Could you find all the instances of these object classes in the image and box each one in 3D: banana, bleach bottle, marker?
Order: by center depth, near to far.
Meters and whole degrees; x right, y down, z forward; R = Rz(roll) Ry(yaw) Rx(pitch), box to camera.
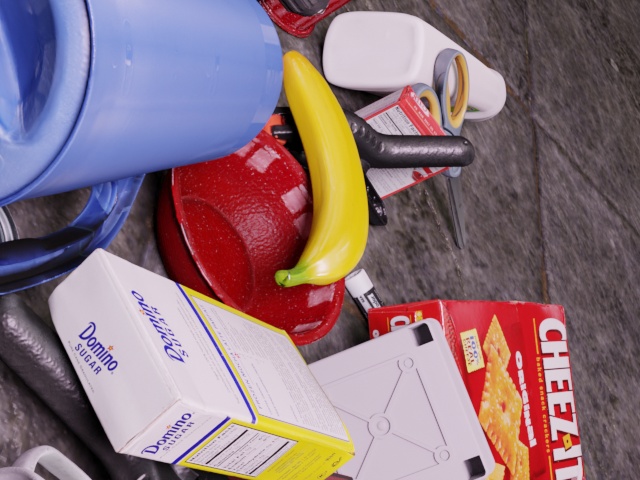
[{"bbox_3d":[0.002,-0.044,0.725,0.069,0.037,0.198,35,40,-41],"label":"banana"},{"bbox_3d":[0.057,0.077,0.837,0.121,0.020,0.020,58,32,-8],"label":"marker"},{"bbox_3d":[0.106,-0.154,1.021,0.250,0.103,0.068,9,89,-60],"label":"bleach bottle"}]

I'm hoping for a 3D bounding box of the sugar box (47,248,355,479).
[{"bbox_3d":[-0.055,0.072,0.544,0.176,0.048,0.093,29,22,-55],"label":"sugar box"}]

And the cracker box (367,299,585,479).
[{"bbox_3d":[0.126,0.130,0.818,0.213,0.072,0.164,6,77,-53],"label":"cracker box"}]

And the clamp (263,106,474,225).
[{"bbox_3d":[0.033,-0.067,0.821,0.171,0.120,0.039,22,44,-41],"label":"clamp"}]

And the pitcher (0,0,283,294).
[{"bbox_3d":[-0.110,-0.078,0.523,0.145,0.149,0.242,55,19,7],"label":"pitcher"}]

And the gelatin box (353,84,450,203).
[{"bbox_3d":[0.058,-0.079,0.885,0.073,0.089,0.030,49,40,-20],"label":"gelatin box"}]

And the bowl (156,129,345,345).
[{"bbox_3d":[-0.055,0.001,0.698,0.162,0.055,0.162,34,42,-38],"label":"bowl"}]

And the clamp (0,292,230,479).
[{"bbox_3d":[-0.078,0.111,0.544,0.210,0.036,0.164,56,12,7],"label":"clamp"}]

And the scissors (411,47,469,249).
[{"bbox_3d":[0.104,-0.067,0.941,0.096,0.016,0.202,-27,126,-42],"label":"scissors"}]
